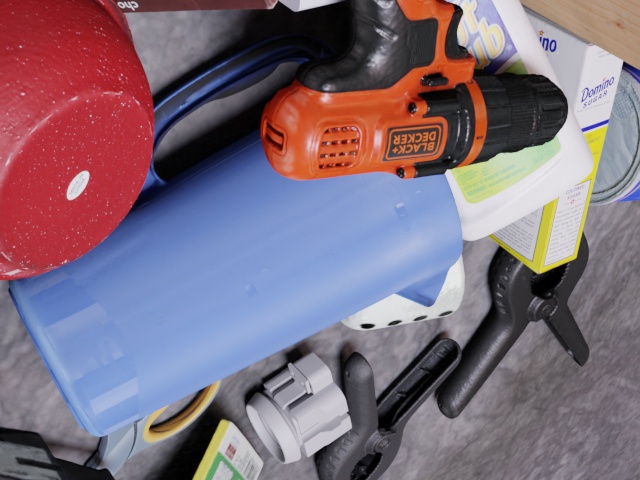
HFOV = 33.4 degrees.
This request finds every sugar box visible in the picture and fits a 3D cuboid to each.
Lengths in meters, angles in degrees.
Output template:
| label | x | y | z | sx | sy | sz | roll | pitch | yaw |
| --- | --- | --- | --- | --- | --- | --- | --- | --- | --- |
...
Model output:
| label | x | y | z | sx | sy | sz | roll | pitch | yaw |
| --- | --- | --- | --- | --- | --- | --- | --- | --- | --- |
| sugar box | 0.148 | -0.075 | 0.734 | 0.048 | 0.093 | 0.176 | -18 | 131 | -31 |

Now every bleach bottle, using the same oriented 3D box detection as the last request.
| label | x | y | z | sx | sy | sz | roll | pitch | yaw |
| --- | --- | --- | --- | --- | --- | --- | --- | --- | --- |
| bleach bottle | 0.062 | -0.124 | 0.613 | 0.103 | 0.068 | 0.250 | -30 | 116 | 11 |

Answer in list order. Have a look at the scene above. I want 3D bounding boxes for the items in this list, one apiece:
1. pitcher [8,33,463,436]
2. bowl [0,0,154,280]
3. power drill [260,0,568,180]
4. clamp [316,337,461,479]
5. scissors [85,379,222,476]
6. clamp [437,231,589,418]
| label | x | y | z | sx | sy | sz | roll | pitch | yaw |
| --- | --- | --- | --- | --- | --- | --- | --- | --- | --- |
| pitcher | -0.054 | 0.001 | 0.619 | 0.242 | 0.149 | 0.145 | -28 | 149 | -14 |
| bowl | -0.129 | -0.039 | 0.489 | 0.161 | 0.055 | 0.162 | -40 | 150 | -29 |
| power drill | 0.064 | -0.120 | 0.517 | 0.184 | 0.057 | 0.188 | -10 | 121 | -32 |
| clamp | 0.036 | 0.148 | 0.857 | 0.120 | 0.039 | 0.172 | 11 | 114 | -41 |
| scissors | -0.154 | 0.142 | 0.719 | 0.201 | 0.016 | 0.096 | -40 | 136 | -7 |
| clamp | 0.186 | 0.050 | 0.902 | 0.164 | 0.036 | 0.210 | -11 | 127 | -32 |
